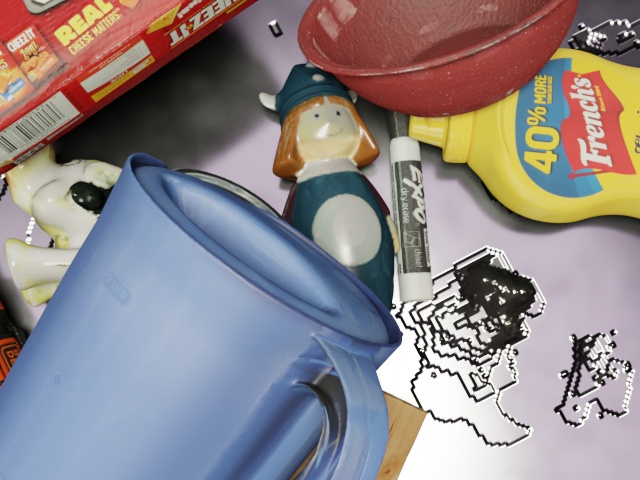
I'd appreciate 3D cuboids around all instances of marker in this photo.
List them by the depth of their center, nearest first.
[{"bbox_3d":[0.050,-0.026,0.606,0.020,0.020,0.121,-4,83,1],"label":"marker"}]

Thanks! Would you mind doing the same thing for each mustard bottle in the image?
[{"bbox_3d":[0.145,-0.057,0.586,0.191,0.058,0.096,5,79,3],"label":"mustard bottle"}]

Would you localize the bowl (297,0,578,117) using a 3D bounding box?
[{"bbox_3d":[0.072,-0.114,0.572,0.162,0.162,0.055,-27,124,-1],"label":"bowl"}]

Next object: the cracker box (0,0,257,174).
[{"bbox_3d":[-0.154,-0.164,0.519,0.164,0.072,0.214,-36,82,-3],"label":"cracker box"}]

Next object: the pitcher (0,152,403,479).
[{"bbox_3d":[-0.079,0.100,0.443,0.145,0.149,0.243,34,100,0],"label":"pitcher"}]
